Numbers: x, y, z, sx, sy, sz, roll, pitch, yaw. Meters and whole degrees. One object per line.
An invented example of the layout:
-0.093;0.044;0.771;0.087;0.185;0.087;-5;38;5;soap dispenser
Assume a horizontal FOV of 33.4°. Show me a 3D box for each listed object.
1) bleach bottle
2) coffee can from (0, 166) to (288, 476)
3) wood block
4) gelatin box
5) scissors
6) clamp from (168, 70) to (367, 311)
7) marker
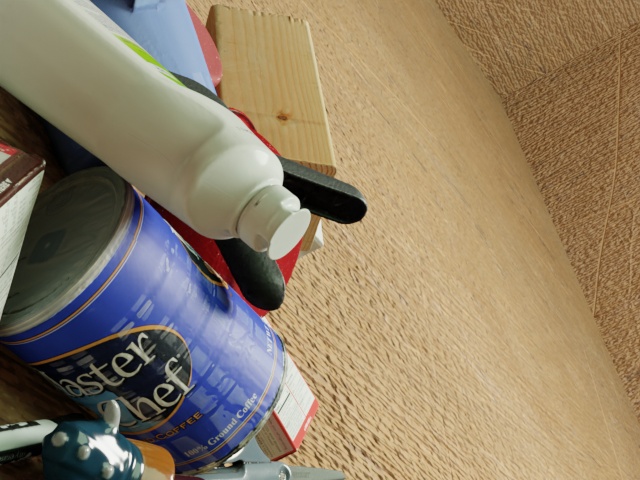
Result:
-0.108;-0.076;0.514;0.251;0.068;0.102;39;8;21;bleach bottle
-0.098;0.045;0.562;0.140;0.103;0.103;49;21;-34;coffee can
-0.051;-0.097;0.876;0.090;0.090;0.206;7;41;-15;wood block
-0.041;0.102;0.756;0.089;0.030;0.073;59;19;-9;gelatin box
-0.035;0.133;0.680;0.201;0.016;0.096;-8;89;-63;scissors
-0.060;-0.036;0.586;0.171;0.039;0.120;33;33;-2;clamp
-0.144;0.094;0.494;0.020;0.020;0.121;65;18;12;marker
